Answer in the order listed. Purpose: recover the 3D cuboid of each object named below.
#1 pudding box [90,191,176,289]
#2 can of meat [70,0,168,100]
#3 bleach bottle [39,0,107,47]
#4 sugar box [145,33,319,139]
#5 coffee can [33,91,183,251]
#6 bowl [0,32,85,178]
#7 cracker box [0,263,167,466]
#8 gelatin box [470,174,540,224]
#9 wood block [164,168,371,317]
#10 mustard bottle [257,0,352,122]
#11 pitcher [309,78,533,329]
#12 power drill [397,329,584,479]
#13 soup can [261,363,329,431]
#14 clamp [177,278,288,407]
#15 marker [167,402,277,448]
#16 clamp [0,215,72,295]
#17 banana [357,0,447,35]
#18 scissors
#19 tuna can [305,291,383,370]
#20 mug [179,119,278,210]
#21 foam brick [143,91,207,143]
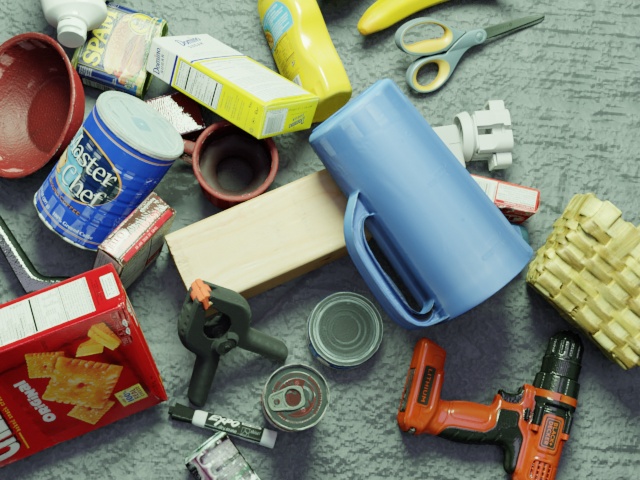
[{"bbox_3d":[-0.203,0.011,1.134,0.039,0.114,0.090,39,58,4],"label":"pudding box"},{"bbox_3d":[-0.229,-0.217,1.219,0.084,0.057,0.102,18,77,-3],"label":"can of meat"},{"bbox_3d":[-0.256,-0.322,1.194,0.102,0.068,0.251,0,60,0],"label":"bleach bottle"},{"bbox_3d":[-0.099,-0.172,1.172,0.176,0.093,0.048,31,119,29],"label":"sugar box"},{"bbox_3d":[-0.225,-0.073,1.135,0.103,0.102,0.140,41,113,4],"label":"coffee can"},{"bbox_3d":[-0.312,-0.143,1.176,0.162,0.055,0.162,-5,81,31],"label":"bowl"},{"bbox_3d":[-0.281,0.135,1.086,0.213,0.164,0.072,-22,46,-9],"label":"cracker box"},{"bbox_3d":[0.196,-0.045,1.209,0.089,0.073,0.030,13,79,-3],"label":"gelatin box"},{"bbox_3d":[-0.057,0.002,1.171,0.206,0.091,0.090,-23,82,-9],"label":"wood block"},{"bbox_3d":[-0.027,-0.234,1.217,0.058,0.096,0.191,-17,80,-23],"label":"mustard bottle"},{"bbox_3d":[0.092,-0.036,1.099,0.145,0.149,0.243,-36,96,17],"label":"pitcher"},{"bbox_3d":[0.189,0.168,1.174,0.187,0.057,0.184,17,78,-1],"label":"power drill"},{"bbox_3d":[-0.029,0.169,1.133,0.068,0.102,0.068,1,79,-5],"label":"soup can"},{"bbox_3d":[-0.111,0.109,1.123,0.120,0.171,0.039,-38,47,-7],"label":"clamp"},{"bbox_3d":[-0.107,0.201,1.163,0.121,0.020,0.020,16,78,-1],"label":"marker"},{"bbox_3d":[-0.312,0.063,1.165,0.210,0.036,0.164,16,76,-4],"label":"clamp"},{"bbox_3d":[0.131,-0.290,1.261,0.198,0.069,0.037,-18,118,-2],"label":"banana"},{"bbox_3d":[0.177,-0.223,1.268,0.201,0.016,0.096,-3,111,-24],"label":"scissors"},{"bbox_3d":[0.027,0.100,1.186,0.086,0.034,0.086,1,79,-5],"label":"tuna can"},{"bbox_3d":[-0.107,-0.083,1.188,0.117,0.081,0.093,17,78,-2],"label":"mug"},{"bbox_3d":[-0.172,-0.132,1.207,0.078,0.053,0.051,-17,81,-7],"label":"foam brick"}]
